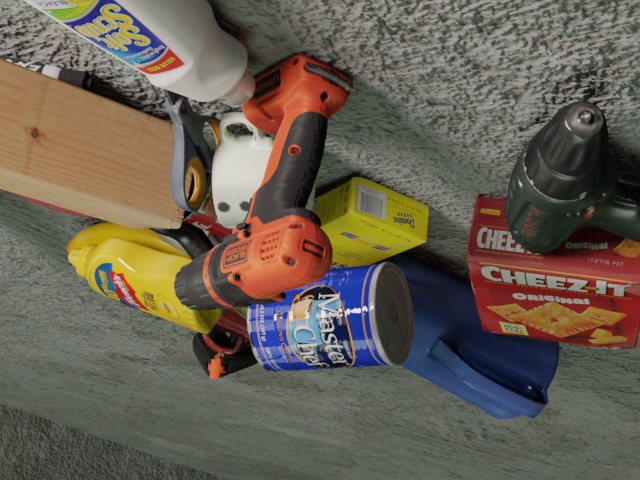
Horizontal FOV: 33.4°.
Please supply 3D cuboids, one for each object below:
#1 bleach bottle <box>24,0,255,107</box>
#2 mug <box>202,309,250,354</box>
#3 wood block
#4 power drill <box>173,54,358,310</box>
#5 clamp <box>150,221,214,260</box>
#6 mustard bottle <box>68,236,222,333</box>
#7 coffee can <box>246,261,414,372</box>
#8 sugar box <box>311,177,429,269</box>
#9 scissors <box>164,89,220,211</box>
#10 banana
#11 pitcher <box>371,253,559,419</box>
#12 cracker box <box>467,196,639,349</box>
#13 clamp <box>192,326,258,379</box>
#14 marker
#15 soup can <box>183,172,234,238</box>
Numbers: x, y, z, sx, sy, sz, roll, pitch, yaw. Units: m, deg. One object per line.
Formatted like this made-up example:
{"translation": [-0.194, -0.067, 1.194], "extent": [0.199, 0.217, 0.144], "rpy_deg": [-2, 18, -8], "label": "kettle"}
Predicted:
{"translation": [-0.123, -0.160, 0.730], "extent": [0.103, 0.068, 0.250], "rpy_deg": [-1, 159, 35], "label": "bleach bottle"}
{"translation": [-0.112, 0.084, 1.331], "extent": [0.081, 0.117, 0.093], "rpy_deg": [24, 159, -17], "label": "mug"}
{"translation": [-0.218, -0.079, 0.919], "extent": [0.205, 0.091, 0.090], "rpy_deg": [19, 168, -40], "label": "wood block"}
{"translation": [-0.044, -0.038, 0.830], "extent": [0.057, 0.187, 0.185], "rpy_deg": [23, 157, -32], "label": "power drill"}
{"translation": [-0.139, -0.018, 1.071], "extent": [0.039, 0.120, 0.171], "rpy_deg": [-39, 132, 24], "label": "clamp"}
{"translation": [-0.207, 0.042, 1.216], "extent": [0.192, 0.058, 0.096], "rpy_deg": [17, 145, 24], "label": "mustard bottle"}
{"translation": [0.011, 0.079, 1.078], "extent": [0.140, 0.103, 0.102], "rpy_deg": [-7, 154, 25], "label": "coffee can"}
{"translation": [0.017, -0.005, 1.069], "extent": [0.093, 0.048, 0.177], "rpy_deg": [21, 150, -29], "label": "sugar box"}
{"translation": [-0.121, -0.091, 0.884], "extent": [0.016, 0.096, 0.201], "rpy_deg": [11, 165, 20], "label": "scissors"}
{"translation": [-0.217, 0.010, 1.267], "extent": [0.198, 0.070, 0.037], "rpy_deg": [15, -157, 18], "label": "banana"}
{"translation": [0.146, 0.107, 1.199], "extent": [0.242, 0.145, 0.149], "rpy_deg": [27, 155, -28], "label": "pitcher"}
{"translation": [0.235, 0.038, 1.044], "extent": [0.164, 0.072, 0.213], "rpy_deg": [6, 159, 16], "label": "cracker box"}
{"translation": [-0.103, 0.126, 1.410], "extent": [0.164, 0.036, 0.210], "rpy_deg": [7, -160, 1], "label": "clamp"}
{"translation": [-0.253, -0.145, 0.913], "extent": [0.121, 0.020, 0.020], "rpy_deg": [11, 161, 3], "label": "marker"}
{"translation": [-0.082, -0.033, 1.045], "extent": [0.102, 0.068, 0.069], "rpy_deg": [23, 158, -27], "label": "soup can"}
